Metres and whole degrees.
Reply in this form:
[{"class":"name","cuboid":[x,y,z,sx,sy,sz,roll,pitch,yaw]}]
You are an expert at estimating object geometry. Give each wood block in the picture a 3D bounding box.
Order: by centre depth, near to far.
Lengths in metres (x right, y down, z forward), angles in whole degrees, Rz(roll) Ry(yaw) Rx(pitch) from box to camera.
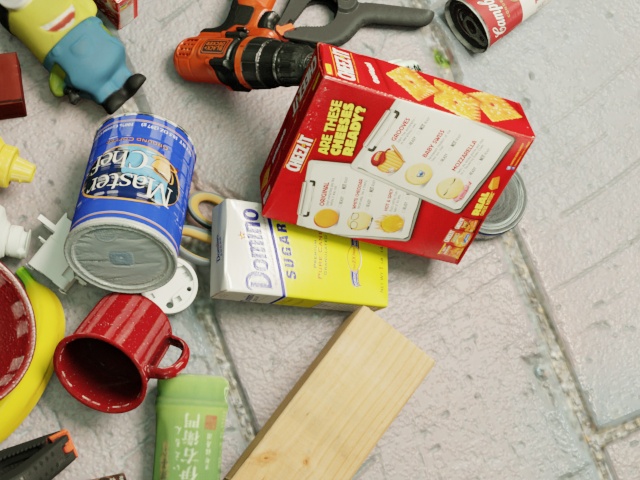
[{"class":"wood block","cuboid":[0.008,0.174,1.029,0.090,0.091,0.206,38,76,-1]}]

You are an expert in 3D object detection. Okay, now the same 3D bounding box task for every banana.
[{"class":"banana","cuboid":[-0.290,0.126,1.019,0.070,0.037,0.197,12,73,22]}]

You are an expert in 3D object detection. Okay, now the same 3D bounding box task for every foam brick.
[{"class":"foam brick","cuboid":[-0.333,-0.148,1.050,0.078,0.053,0.051,-9,82,-12]}]

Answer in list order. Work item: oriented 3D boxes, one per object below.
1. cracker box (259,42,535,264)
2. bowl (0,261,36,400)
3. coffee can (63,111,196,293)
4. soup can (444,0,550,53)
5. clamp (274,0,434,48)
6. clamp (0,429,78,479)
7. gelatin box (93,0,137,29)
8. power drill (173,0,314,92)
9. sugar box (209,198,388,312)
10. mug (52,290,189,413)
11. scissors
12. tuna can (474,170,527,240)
[{"class":"cracker box","cuboid":[0.068,-0.078,1.012,0.213,0.164,0.072,14,36,-18]},{"class":"bowl","cuboid":[-0.344,0.084,0.970,0.161,0.055,0.162,17,60,-32]},{"class":"coffee can","cuboid":[-0.176,-0.036,1.003,0.102,0.103,0.140,11,50,-8]},{"class":"soup can","cuboid":[0.194,-0.258,1.148,0.102,0.068,0.068,-38,88,-14]},{"class":"clamp","cuboid":[0.034,-0.247,1.136,0.171,0.039,0.120,-36,83,-7]},{"class":"clamp","cuboid":[-0.312,0.232,0.947,0.209,0.165,0.036,-24,106,-22]},{"class":"gelatin box","cuboid":[-0.223,-0.265,1.078,0.030,0.073,0.089,-41,89,-14]},{"class":"power drill","cuboid":[-0.044,-0.232,1.066,0.185,0.057,0.187,12,65,39]},{"class":"sugar box","cuboid":[-0.019,0.017,1.051,0.176,0.048,0.093,7,73,-27]},{"class":"mug","cuboid":[-0.178,0.102,0.996,0.117,0.093,0.081,6,33,15]},{"class":"scissors","cuboid":[-0.057,0.001,1.084,0.201,0.016,0.096,9,53,-24]},{"class":"tuna can","cuboid":[0.173,-0.045,1.124,0.086,0.034,0.086,2,80,-9]}]
